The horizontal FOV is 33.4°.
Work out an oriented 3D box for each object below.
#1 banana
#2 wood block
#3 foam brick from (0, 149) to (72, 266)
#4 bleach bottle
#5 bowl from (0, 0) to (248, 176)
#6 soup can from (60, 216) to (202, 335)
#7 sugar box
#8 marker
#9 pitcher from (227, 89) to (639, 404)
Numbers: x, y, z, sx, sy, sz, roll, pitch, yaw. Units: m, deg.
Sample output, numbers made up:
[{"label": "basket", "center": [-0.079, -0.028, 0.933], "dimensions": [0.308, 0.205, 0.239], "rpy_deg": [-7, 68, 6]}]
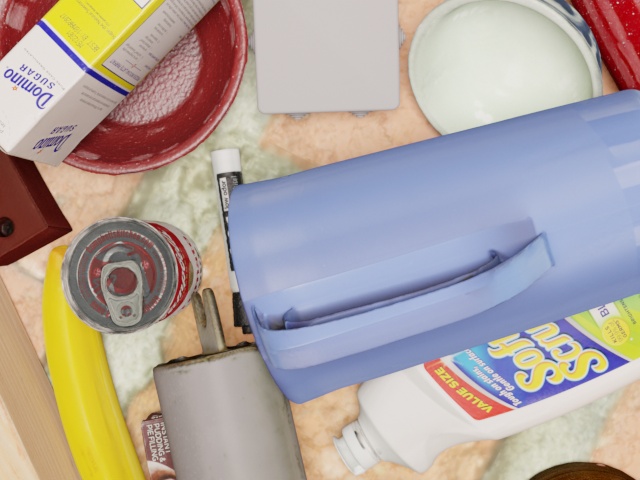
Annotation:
[{"label": "banana", "center": [-0.142, 0.103, 0.680], "dimensions": [0.037, 0.070, 0.198], "rpy_deg": [-12, 75, -41]}, {"label": "wood block", "center": [-0.219, 0.121, 0.669], "dimensions": [0.090, 0.091, 0.206], "rpy_deg": [-25, 89, 3]}, {"label": "foam brick", "center": [-0.207, -0.027, 0.687], "dimensions": [0.053, 0.051, 0.078], "rpy_deg": [-30, 89, 3]}, {"label": "bleach bottle", "center": [0.125, 0.078, 0.668], "dimensions": [0.251, 0.068, 0.102], "rpy_deg": [-32, 86, 4]}, {"label": "bowl", "center": [-0.124, -0.121, 0.681], "dimensions": [0.162, 0.055, 0.162], "rpy_deg": [0, 90, 3]}, {"label": "soup can", "center": [-0.113, 0.020, 0.657], "dimensions": [0.068, 0.102, 0.068], "rpy_deg": [0, 90, 2]}, {"label": "sugar box", "center": [-0.116, -0.120, 0.606], "dimensions": [0.176, 0.093, 0.048], "rpy_deg": [-43, 87, 2]}, {"label": "marker", "center": [-0.055, 0.001, 0.696], "dimensions": [0.020, 0.020, 0.121], "rpy_deg": [-8, 90, 3]}, {"label": "pitcher", "center": [0.077, 0.004, 0.594], "dimensions": [0.243, 0.145, 0.149], "rpy_deg": [-17, 58, 12]}]
